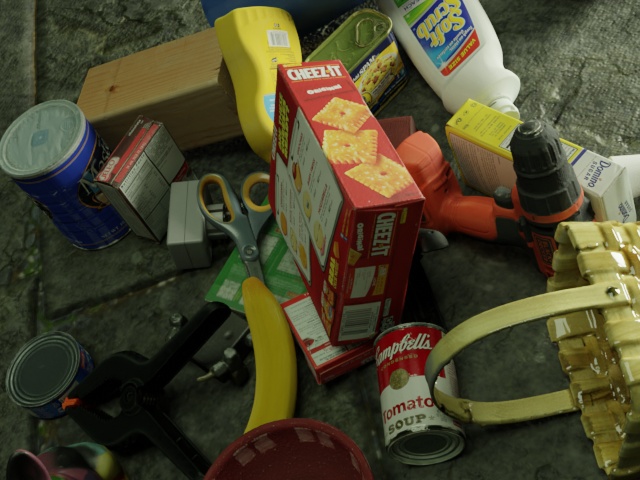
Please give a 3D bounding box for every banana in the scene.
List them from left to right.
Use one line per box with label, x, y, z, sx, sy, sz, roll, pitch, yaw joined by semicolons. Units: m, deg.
banana;-0.054;0.131;0.962;0.069;0.037;0.198;11;75;1

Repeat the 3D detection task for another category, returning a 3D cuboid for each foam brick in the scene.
foam brick;0.073;-0.078;1.072;0.051;0.053;0.078;-9;54;19

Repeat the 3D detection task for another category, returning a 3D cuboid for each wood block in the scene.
wood block;-0.165;-0.159;1.194;0.206;0.090;0.090;-11;53;30

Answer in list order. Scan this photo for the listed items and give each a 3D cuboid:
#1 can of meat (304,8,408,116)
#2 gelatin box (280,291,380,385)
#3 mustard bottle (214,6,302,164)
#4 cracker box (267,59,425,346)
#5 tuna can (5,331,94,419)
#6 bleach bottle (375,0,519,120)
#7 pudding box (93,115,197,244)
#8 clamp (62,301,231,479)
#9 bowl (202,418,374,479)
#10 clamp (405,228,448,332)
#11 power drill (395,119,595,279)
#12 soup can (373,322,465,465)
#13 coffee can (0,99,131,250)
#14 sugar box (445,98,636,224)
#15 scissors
can of meat;0.042;-0.181;1.140;0.102;0.084;0.058;-46;50;-12
gelatin box;0.012;0.082;0.990;0.073;0.030;0.089;-25;49;-10
mustard bottle;-0.047;-0.143;1.107;0.058;0.096;0.191;-18;85;37
cracker box;0.016;-0.038;0.966;0.072;0.164;0.214;-8;43;-17
tuna can;-0.274;0.137;1.085;0.086;0.033;0.086;-13;52;16
bleach bottle;0.146;-0.209;1.128;0.102;0.068;0.251;-31;51;5
pudding box;-0.183;-0.064;1.138;0.039;0.113;0.090;19;66;30
clamp;-0.162;0.156;0.992;0.210;0.036;0.164;-18;64;34
bowl;-0.024;0.232;0.885;0.162;0.055;0.162;-11;53;15
clamp;0.078;0.019;0.985;0.039;0.120;0.171;-8;25;-14
power drill;0.149;-0.041;0.936;0.057;0.184;0.188;-43;40;-23
soup can;0.083;0.130;0.904;0.068;0.068;0.102;-15;52;14
coffee can;-0.269;-0.069;1.164;0.103;0.140;0.103;-12;52;16
sugar box;0.200;-0.059;0.973;0.176;0.093;0.048;29;70;36
scissors;-0.057;0.001;1.072;0.096;0.016;0.202;-24;60;-18
